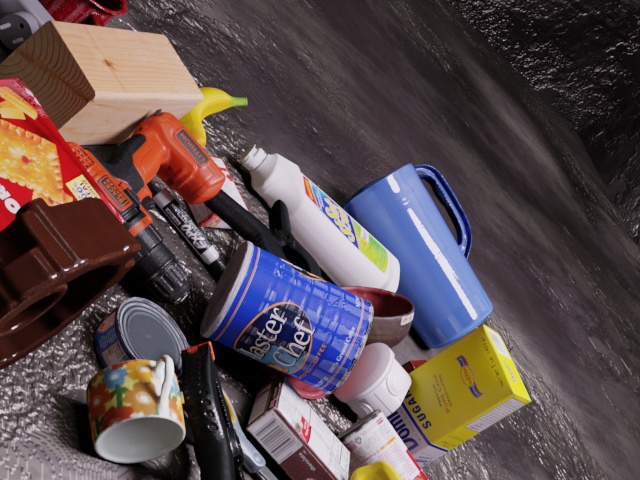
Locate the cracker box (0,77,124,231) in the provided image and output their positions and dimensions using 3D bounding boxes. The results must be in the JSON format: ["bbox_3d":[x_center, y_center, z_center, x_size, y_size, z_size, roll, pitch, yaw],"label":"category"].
[{"bbox_3d":[-0.274,-0.043,0.847,0.164,0.072,0.213,54,23,3],"label":"cracker box"}]

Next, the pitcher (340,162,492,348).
[{"bbox_3d":[0.140,0.018,1.482,0.243,0.149,0.145,57,18,1],"label":"pitcher"}]

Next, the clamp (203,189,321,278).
[{"bbox_3d":[-0.057,0.001,1.144,0.120,0.039,0.172,10,32,-37],"label":"clamp"}]

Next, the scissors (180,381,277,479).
[{"bbox_3d":[-0.073,0.198,0.959,0.202,0.016,0.096,55,20,7],"label":"scissors"}]

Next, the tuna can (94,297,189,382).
[{"bbox_3d":[-0.155,0.094,0.929,0.086,0.034,0.086,42,25,-25],"label":"tuna can"}]

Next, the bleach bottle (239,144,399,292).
[{"bbox_3d":[-0.006,-0.022,1.357,0.250,0.068,0.102,44,24,-15],"label":"bleach bottle"}]

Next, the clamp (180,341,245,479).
[{"bbox_3d":[-0.083,0.171,0.854,0.164,0.036,0.210,76,-3,-62],"label":"clamp"}]

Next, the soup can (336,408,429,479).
[{"bbox_3d":[0.063,0.235,1.104,0.102,0.069,0.068,55,22,6],"label":"soup can"}]

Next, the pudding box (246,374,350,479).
[{"bbox_3d":[-0.018,0.194,1.028,0.113,0.039,0.090,52,10,-9],"label":"pudding box"}]

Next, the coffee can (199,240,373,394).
[{"bbox_3d":[-0.034,0.076,1.049,0.140,0.103,0.102,27,29,-11],"label":"coffee can"}]

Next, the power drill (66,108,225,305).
[{"bbox_3d":[-0.165,-0.041,1.050,0.184,0.057,0.187,50,30,-6],"label":"power drill"}]

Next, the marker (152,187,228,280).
[{"bbox_3d":[-0.134,-0.003,1.133,0.121,0.020,0.020,51,22,-5],"label":"marker"}]

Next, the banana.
[{"bbox_3d":[-0.145,-0.151,1.276,0.197,0.070,0.037,-63,153,-63],"label":"banana"}]

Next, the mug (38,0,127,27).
[{"bbox_3d":[-0.266,-0.246,1.147,0.093,0.082,0.117,14,44,-57],"label":"mug"}]

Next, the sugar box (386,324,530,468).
[{"bbox_3d":[0.137,0.180,1.185,0.048,0.176,0.093,31,30,-46],"label":"sugar box"}]

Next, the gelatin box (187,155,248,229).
[{"bbox_3d":[-0.126,-0.056,1.212,0.073,0.030,0.089,6,51,-59],"label":"gelatin box"}]

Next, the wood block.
[{"bbox_3d":[-0.221,-0.158,1.097,0.091,0.090,0.205,57,22,8],"label":"wood block"}]
